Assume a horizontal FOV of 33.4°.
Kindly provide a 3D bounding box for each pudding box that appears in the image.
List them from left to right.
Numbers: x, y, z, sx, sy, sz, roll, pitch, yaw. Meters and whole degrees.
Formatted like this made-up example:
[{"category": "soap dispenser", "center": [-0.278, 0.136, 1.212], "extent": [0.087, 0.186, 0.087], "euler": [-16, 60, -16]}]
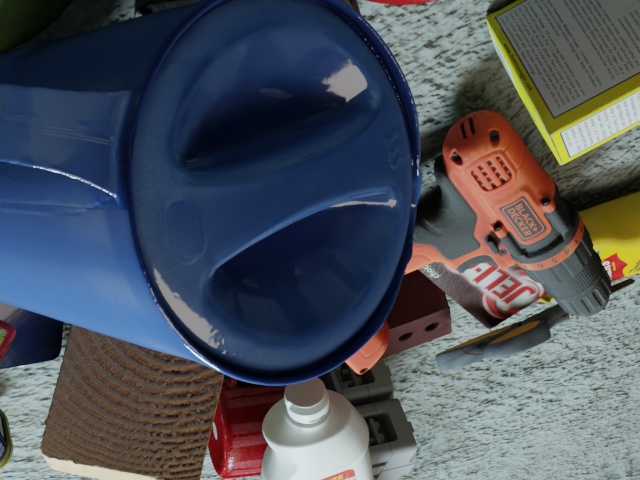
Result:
[{"category": "pudding box", "center": [0.124, 0.005, 0.773], "extent": [0.090, 0.039, 0.113], "euler": [-36, 122, 23]}]

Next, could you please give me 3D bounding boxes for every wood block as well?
[{"category": "wood block", "center": [-0.121, 0.105, 0.676], "extent": [0.090, 0.091, 0.206], "euler": [14, 164, -10]}]

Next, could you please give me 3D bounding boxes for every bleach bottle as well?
[{"category": "bleach bottle", "center": [-0.009, 0.193, 0.832], "extent": [0.102, 0.068, 0.251], "euler": [-9, 136, -2]}]

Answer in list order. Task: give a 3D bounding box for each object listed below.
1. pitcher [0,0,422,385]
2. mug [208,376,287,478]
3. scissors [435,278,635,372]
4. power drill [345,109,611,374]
[{"category": "pitcher", "center": [-0.094, -0.026, 0.428], "extent": [0.144, 0.243, 0.149], "euler": [-46, 122, -32]}, {"category": "mug", "center": [-0.049, 0.142, 0.883], "extent": [0.081, 0.093, 0.117], "euler": [-5, 115, -18]}, {"category": "scissors", "center": [0.182, 0.059, 0.809], "extent": [0.201, 0.016, 0.096], "euler": [-20, 179, -18]}, {"category": "power drill", "center": [0.085, 0.018, 0.721], "extent": [0.188, 0.057, 0.184], "euler": [-30, 123, 18]}]
